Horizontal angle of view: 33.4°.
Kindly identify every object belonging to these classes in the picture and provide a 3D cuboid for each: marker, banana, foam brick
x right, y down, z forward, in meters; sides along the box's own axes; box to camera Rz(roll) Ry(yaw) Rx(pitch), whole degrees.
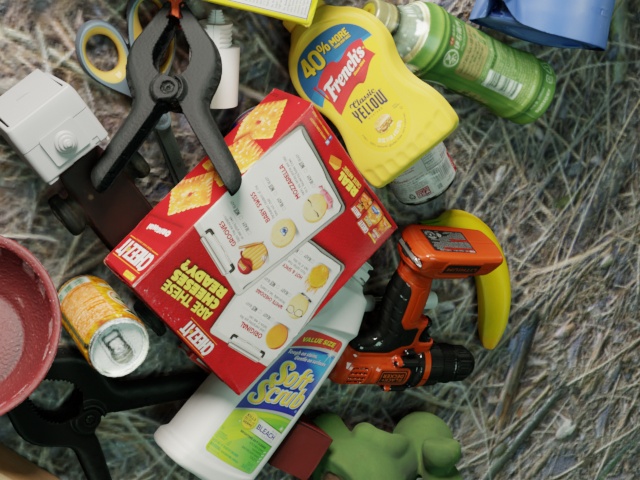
[{"bbox_3d":[0.068,0.064,1.109,0.120,0.020,0.020,-1,109,-30],"label":"marker"},{"bbox_3d":[0.168,0.033,1.148,0.069,0.037,0.197,-30,121,3],"label":"banana"},{"bbox_3d":[-0.036,0.194,1.062,0.053,0.078,0.051,35,87,-35],"label":"foam brick"}]

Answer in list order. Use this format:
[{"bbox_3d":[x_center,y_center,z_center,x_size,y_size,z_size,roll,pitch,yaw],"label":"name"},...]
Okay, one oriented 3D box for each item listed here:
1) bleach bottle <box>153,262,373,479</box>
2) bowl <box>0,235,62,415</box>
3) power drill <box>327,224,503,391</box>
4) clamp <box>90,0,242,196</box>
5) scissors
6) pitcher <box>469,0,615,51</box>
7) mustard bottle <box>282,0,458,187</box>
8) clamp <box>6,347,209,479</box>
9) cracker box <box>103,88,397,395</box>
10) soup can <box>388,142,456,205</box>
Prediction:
[{"bbox_3d":[-0.041,0.114,1.003,0.102,0.068,0.251,42,82,-36],"label":"bleach bottle"},{"bbox_3d":[-0.287,0.074,0.857,0.162,0.055,0.162,2,72,-6],"label":"bowl"},{"bbox_3d":[0.111,0.075,1.086,0.184,0.057,0.188,3,125,-33],"label":"power drill"},{"bbox_3d":[-0.111,-0.111,0.863,0.120,0.039,0.171,11,80,0],"label":"clamp"},{"bbox_3d":[-0.157,-0.109,0.914,0.096,0.016,0.202,-12,113,-27],"label":"scissors"},{"bbox_3d":[0.239,-0.305,1.011,0.145,0.149,0.243,13,99,-3],"label":"pitcher"},{"bbox_3d":[0.028,-0.147,0.944,0.096,0.058,0.191,-39,88,22],"label":"mustard bottle"},{"bbox_3d":[-0.215,0.165,0.972,0.209,0.036,0.164,27,93,-35],"label":"clamp"},{"bbox_3d":[-0.056,0.001,0.931,0.213,0.072,0.164,-46,128,-11],"label":"cracker box"},{"bbox_3d":[0.082,-0.092,1.028,0.068,0.069,0.102,-40,123,-11],"label":"soup can"}]
